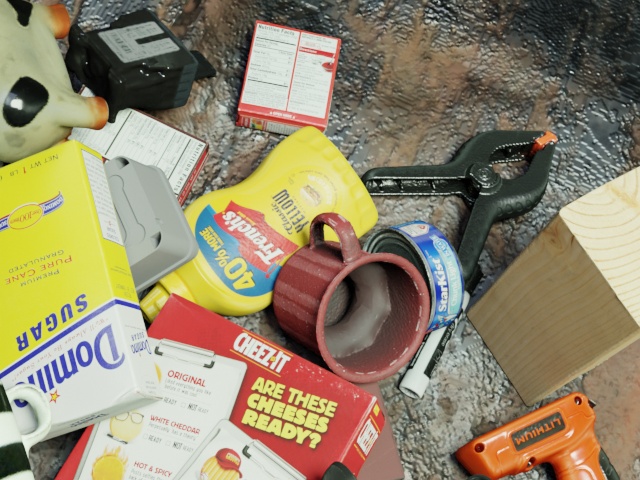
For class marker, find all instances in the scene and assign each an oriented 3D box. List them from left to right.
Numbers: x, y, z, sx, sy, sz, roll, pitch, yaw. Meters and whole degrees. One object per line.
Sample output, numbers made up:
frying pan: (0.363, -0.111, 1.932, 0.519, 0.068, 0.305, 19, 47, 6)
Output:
marker: (0.095, 0.067, 0.826, 0.020, 0.020, 0.121, 30, 67, 3)

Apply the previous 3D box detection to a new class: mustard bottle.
mustard bottle: (-0.055, 0.001, 0.805, 0.191, 0.058, 0.096, -36, 93, -19)

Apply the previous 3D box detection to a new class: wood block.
wood block: (0.189, 0.036, 0.752, 0.090, 0.206, 0.091, -27, 75, -18)

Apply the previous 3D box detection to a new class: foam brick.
foam brick: (0.021, 0.144, 0.766, 0.051, 0.053, 0.078, -11, 71, -13)

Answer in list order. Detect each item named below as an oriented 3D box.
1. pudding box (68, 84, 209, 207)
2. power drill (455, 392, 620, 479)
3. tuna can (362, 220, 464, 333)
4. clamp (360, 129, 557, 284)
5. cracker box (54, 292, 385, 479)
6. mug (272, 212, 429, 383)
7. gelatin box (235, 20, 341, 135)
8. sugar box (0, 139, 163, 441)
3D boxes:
pudding box: (-0.154, -0.056, 0.823, 0.113, 0.039, 0.090, 26, 66, -1)
power drill: (0.172, 0.218, 0.762, 0.184, 0.057, 0.188, -23, 76, -17)
tuna can: (0.069, 0.029, 0.799, 0.033, 0.086, 0.086, -15, 71, -32)
clamp: (0.118, -0.047, 0.863, 0.120, 0.039, 0.171, 44, 60, 11)
cracker box: (-0.079, 0.167, 0.699, 0.164, 0.072, 0.213, 25, 74, 19)
mug: (0.015, 0.035, 0.764, 0.093, 0.082, 0.117, -24, 113, -24)
gelatin box: (-0.026, -0.131, 0.878, 0.073, 0.030, 0.089, 11, 67, -4)
sugar box: (-0.171, 0.033, 0.695, 0.093, 0.048, 0.176, -21, 73, 11)
